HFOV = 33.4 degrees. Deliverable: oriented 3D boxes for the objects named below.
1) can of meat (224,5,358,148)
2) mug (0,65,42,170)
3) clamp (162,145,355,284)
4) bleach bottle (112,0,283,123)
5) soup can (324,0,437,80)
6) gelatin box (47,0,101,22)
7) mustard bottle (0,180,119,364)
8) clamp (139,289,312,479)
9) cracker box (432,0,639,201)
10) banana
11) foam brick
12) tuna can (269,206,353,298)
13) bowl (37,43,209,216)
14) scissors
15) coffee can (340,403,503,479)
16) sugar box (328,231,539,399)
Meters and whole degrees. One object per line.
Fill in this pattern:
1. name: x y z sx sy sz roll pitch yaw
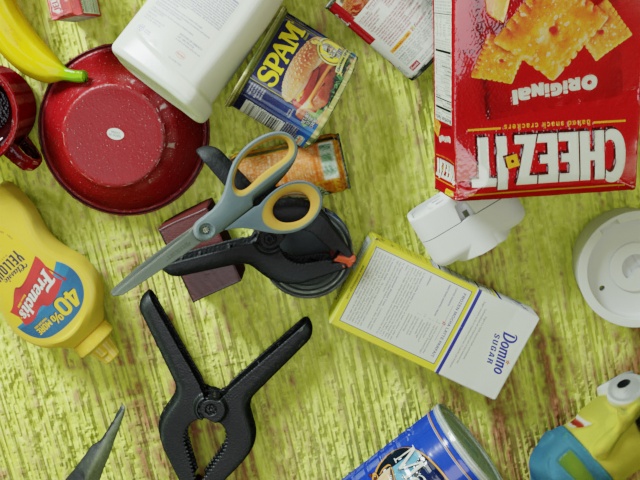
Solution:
1. can of meat: -0.023 -0.142 0.942 0.084 0.058 0.102 31 64 -8
2. mug: -0.295 -0.108 0.954 0.117 0.081 0.093 42 99 -6
3. clamp: -0.056 0.001 0.950 0.171 0.039 0.120 26 108 -14
4. bleach bottle: -0.064 -0.229 0.918 0.102 0.068 0.251 37 85 10
5. soup can: 0.064 -0.199 0.940 0.102 0.068 0.068 39 99 -8
6. gelatin box: -0.220 -0.228 0.926 0.030 0.089 0.073 -12 101 2
7. mustard bottle: -0.261 0.043 0.998 0.096 0.058 0.191 -42 99 9
8. clamp: -0.094 0.153 1.029 0.164 0.036 0.210 4 103 0
9. cracker box: 0.181 -0.146 0.893 0.164 0.072 0.214 -4 104 -7
10. banana: -0.275 -0.215 0.935 0.070 0.037 0.198 -26 102 15
11. foam brick: -0.110 0.008 0.992 0.051 0.053 0.078 -23 100 5
12. tuna can: -0.012 0.009 1.000 0.086 0.034 0.086 0 102 0
13. bowl: -0.183 -0.097 0.970 0.162 0.055 0.162 0 101 0
14. scissors: -0.079 -0.003 0.914 0.096 0.016 0.202 39 92 -15
15. coffee can: 0.089 0.237 1.011 0.140 0.103 0.103 -39 99 8
16. sugar box: 0.106 0.071 1.007 0.176 0.048 0.093 26 100 -8
